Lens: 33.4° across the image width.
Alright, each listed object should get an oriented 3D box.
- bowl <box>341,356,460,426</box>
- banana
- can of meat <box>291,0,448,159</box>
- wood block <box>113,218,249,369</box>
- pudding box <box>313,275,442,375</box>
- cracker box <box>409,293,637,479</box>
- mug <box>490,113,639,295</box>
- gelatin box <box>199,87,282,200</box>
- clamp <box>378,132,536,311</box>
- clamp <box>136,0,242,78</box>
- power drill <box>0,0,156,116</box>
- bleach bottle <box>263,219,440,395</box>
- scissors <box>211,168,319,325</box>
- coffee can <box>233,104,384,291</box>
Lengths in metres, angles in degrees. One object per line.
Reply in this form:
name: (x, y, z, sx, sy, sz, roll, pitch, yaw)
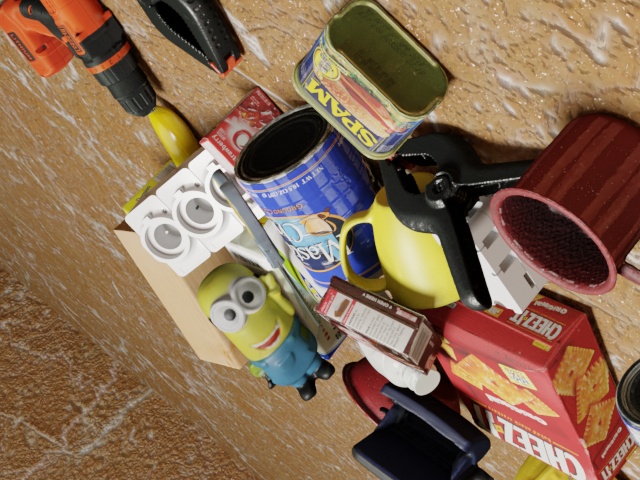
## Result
bowl: (0.105, 0.174, 1.219, 0.162, 0.055, 0.162, 32, -163, -11)
banana: (-0.153, -0.093, 1.253, 0.070, 0.037, 0.197, 54, 172, 44)
can of meat: (0.037, -0.118, 0.781, 0.102, 0.057, 0.084, 43, 159, -2)
wood block: (-0.141, 0.043, 1.272, 0.091, 0.090, 0.206, 5, 132, 49)
pudding box: (0.052, 0.074, 0.912, 0.090, 0.039, 0.113, 24, 170, 19)
cracker box: (0.187, 0.124, 0.985, 0.164, 0.072, 0.213, 25, 155, 44)
mug: (0.178, -0.019, 0.672, 0.117, 0.081, 0.093, 37, 161, 17)
gelatin box: (-0.057, -0.087, 1.007, 0.089, 0.073, 0.030, 47, 161, -13)
clamp: (0.107, -0.039, 0.788, 0.039, 0.120, 0.172, 34, -168, -46)
clamp: (-0.153, -0.229, 0.944, 0.210, 0.036, 0.165, 49, 160, -20)
power drill: (-0.273, -0.218, 1.184, 0.188, 0.057, 0.184, 13, 141, 51)
bleach bottle: (0.035, 0.059, 1.049, 0.251, 0.068, 0.102, 48, 172, 47)
scissors: (-0.057, 0.001, 1.068, 0.096, 0.016, 0.201, 53, 176, 44)
coffee can: (0.003, -0.036, 0.953, 0.103, 0.102, 0.140, 16, 148, 53)
